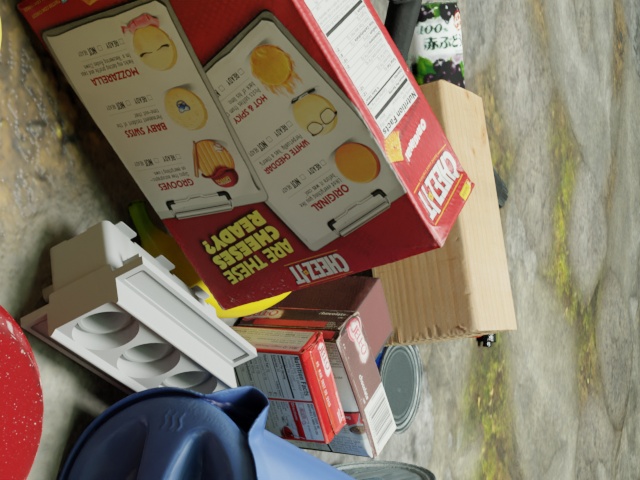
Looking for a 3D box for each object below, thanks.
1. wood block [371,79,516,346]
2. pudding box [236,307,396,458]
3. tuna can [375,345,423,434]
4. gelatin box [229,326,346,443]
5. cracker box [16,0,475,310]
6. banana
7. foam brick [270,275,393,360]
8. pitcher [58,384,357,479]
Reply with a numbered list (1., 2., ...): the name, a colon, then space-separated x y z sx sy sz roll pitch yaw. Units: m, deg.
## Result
1. wood block: 0.095 -0.019 0.903 0.090 0.091 0.206 7 74 -59
2. pudding box: -0.004 0.101 0.766 0.039 0.090 0.113 -50 132 -46
3. tuna can: 0.056 0.124 0.926 0.086 0.034 0.086 0 90 -60
4. gelatin box: -0.033 0.095 0.716 0.030 0.089 0.073 -47 129 -50
5. cracker box: -0.039 -0.079 0.583 0.213 0.164 0.072 57 41 -18
6. banana: -0.058 0.019 0.726 0.197 0.037 0.069 13 80 -59
7. foam brick: 0.006 0.061 0.796 0.051 0.078 0.053 -52 135 -47
8. pitcher: -0.050 0.190 0.667 0.242 0.149 0.145 39 41 -57
